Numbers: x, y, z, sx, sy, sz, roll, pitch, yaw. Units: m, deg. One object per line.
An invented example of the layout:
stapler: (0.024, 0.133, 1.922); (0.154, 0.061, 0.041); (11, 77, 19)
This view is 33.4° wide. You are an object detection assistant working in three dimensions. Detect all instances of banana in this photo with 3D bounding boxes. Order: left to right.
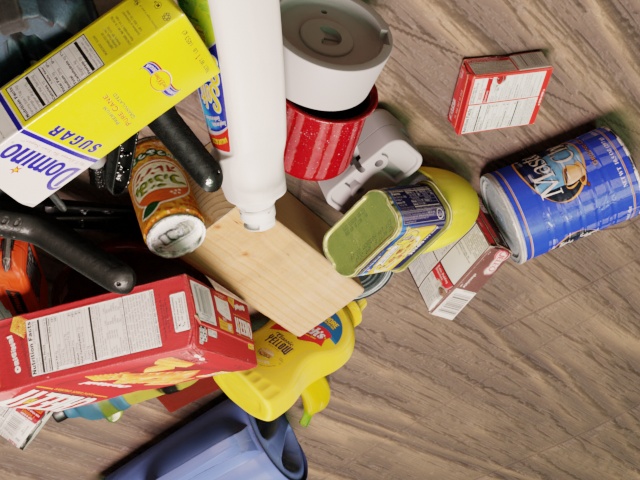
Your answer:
banana: (-0.038, 0.162, 1.259); (0.069, 0.037, 0.197); (-49, 136, -7)

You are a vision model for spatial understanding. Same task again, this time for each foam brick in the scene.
foam brick: (-0.149, 0.144, 1.185); (0.078, 0.051, 0.053); (-26, 139, 2)

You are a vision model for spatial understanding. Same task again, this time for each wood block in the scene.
wood block: (-0.057, 0.002, 1.043); (0.090, 0.091, 0.205); (-36, 139, 14)

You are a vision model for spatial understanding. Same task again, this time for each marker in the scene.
marker: (-0.200, -0.091, 0.929); (0.020, 0.020, 0.121); (-13, 139, -12)

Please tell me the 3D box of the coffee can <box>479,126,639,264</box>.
coffee can: (0.254, -0.048, 1.128); (0.140, 0.103, 0.103); (-22, 140, -2)

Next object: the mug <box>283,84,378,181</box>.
mug: (-0.014, -0.111, 0.953); (0.117, 0.093, 0.082); (18, 137, 0)

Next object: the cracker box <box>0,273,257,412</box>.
cracker box: (-0.183, 0.099, 0.958); (0.214, 0.072, 0.164); (-15, 165, 11)

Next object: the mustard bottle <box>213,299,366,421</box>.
mustard bottle: (-0.020, 0.112, 1.167); (0.191, 0.096, 0.058); (-34, 139, -32)

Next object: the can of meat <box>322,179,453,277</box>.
can of meat: (0.063, -0.009, 1.023); (0.083, 0.057, 0.102); (-9, 151, -49)

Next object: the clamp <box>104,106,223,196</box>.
clamp: (-0.156, -0.109, 0.875); (0.120, 0.039, 0.171); (-12, 107, 31)

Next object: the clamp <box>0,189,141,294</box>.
clamp: (-0.244, -0.023, 0.919); (0.210, 0.164, 0.036); (20, 107, -4)

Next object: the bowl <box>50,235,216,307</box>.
bowl: (-0.178, 0.046, 1.043); (0.162, 0.055, 0.162); (-1, 134, -1)

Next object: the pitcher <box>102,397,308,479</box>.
pitcher: (-0.150, 0.281, 1.274); (0.243, 0.145, 0.149); (-31, 122, 13)

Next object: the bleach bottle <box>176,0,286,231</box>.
bleach bottle: (-0.062, -0.119, 0.850); (0.068, 0.103, 0.251); (-21, 123, -22)

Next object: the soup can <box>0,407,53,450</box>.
soup can: (-0.318, 0.153, 1.064); (0.102, 0.068, 0.069); (36, 119, -4)

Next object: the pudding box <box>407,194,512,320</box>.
pudding box: (0.146, 0.016, 1.157); (0.039, 0.090, 0.114); (16, 127, -35)

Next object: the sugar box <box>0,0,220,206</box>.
sugar box: (-0.163, -0.100, 0.754); (0.176, 0.048, 0.093); (-39, 159, -1)

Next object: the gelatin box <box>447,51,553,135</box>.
gelatin box: (0.174, -0.144, 1.042); (0.089, 0.030, 0.073); (-9, 139, -16)

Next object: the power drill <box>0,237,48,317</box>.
power drill: (-0.346, 0.051, 0.961); (0.187, 0.057, 0.184); (-6, 145, -5)
